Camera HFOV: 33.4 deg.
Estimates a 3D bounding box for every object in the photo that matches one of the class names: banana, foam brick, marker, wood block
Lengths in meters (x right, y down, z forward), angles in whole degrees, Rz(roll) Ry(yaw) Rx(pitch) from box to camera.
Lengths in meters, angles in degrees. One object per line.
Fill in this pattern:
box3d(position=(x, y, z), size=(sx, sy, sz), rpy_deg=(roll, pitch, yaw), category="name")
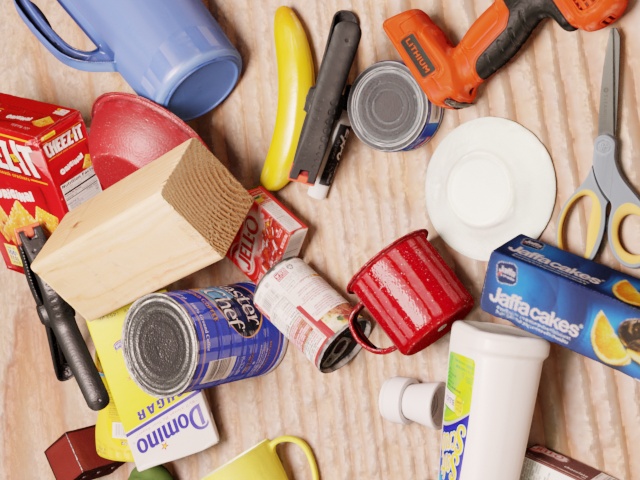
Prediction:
box3d(position=(-0.036, -0.133, 1.068), size=(0.070, 0.037, 0.198), rpy_deg=(19, 104, 34), category="banana")
box3d(position=(-0.269, 0.248, 1.238), size=(0.053, 0.078, 0.051), rpy_deg=(-41, 70, 33), category="foam brick")
box3d(position=(0.016, -0.098, 1.043), size=(0.020, 0.020, 0.121), rpy_deg=(31, 111, 31), category="marker")
box3d(position=(-0.177, -0.007, 1.052), size=(0.207, 0.090, 0.090), rpy_deg=(-24, 119, 38), category="wood block")

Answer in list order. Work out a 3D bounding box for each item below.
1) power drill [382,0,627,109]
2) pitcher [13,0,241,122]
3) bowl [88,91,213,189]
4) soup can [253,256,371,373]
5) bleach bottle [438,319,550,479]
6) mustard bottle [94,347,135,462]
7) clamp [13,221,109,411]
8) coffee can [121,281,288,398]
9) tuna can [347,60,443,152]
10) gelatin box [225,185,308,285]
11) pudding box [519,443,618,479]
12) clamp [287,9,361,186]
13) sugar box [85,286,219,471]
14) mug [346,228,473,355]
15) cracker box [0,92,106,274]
box3d(position=(0.144, -0.218, 0.918), size=(0.188, 0.057, 0.184), rpy_deg=(-39, 70, 31), category="power drill")
box3d(position=(-0.199, -0.236, 1.121), size=(0.149, 0.144, 0.243), rpy_deg=(-47, 69, 25), category="pitcher")
box3d(position=(-0.184, -0.077, 1.110), size=(0.162, 0.055, 0.162), rpy_deg=(24, 150, 15), category="bowl")
box3d(position=(-0.009, 0.072, 1.042), size=(0.102, 0.068, 0.069), rpy_deg=(42, 116, 27), category="soup can")
box3d(position=(0.136, 0.199, 0.914), size=(0.103, 0.068, 0.251), rpy_deg=(-162, 79, -78), category="bleach bottle")
box3d(position=(-0.207, 0.148, 1.196), size=(0.096, 0.058, 0.191), rpy_deg=(0, 93, 25), category="mustard bottle")
box3d(position=(-0.286, 0.084, 1.170), size=(0.165, 0.036, 0.210), rpy_deg=(22, 129, 58), category="clamp")
box3d(position=(-0.114, 0.097, 1.076), size=(0.103, 0.140, 0.103), rpy_deg=(3, 95, 36), category="coffee can")
box3d(position=(0.068, -0.124, 0.988), size=(0.086, 0.033, 0.086), rpy_deg=(5, 99, 30), category="tuna can")
box3d(position=(-0.057, 0.001, 1.082), size=(0.073, 0.030, 0.089), rpy_deg=(43, 133, 25), category="gelatin box")
box3d(position=(0.213, 0.237, 0.908), size=(0.114, 0.039, 0.090), rpy_deg=(22, 107, 36), category="pudding box")
box3d(position=(0.005, -0.132, 0.990), size=(0.039, 0.120, 0.171), rpy_deg=(14, 98, 1), category="clamp")
box3d(position=(-0.178, 0.148, 1.140), size=(0.093, 0.048, 0.176), rpy_deg=(-19, 91, -4), category="sugar box")
box3d(position=(0.075, 0.057, 0.965), size=(0.117, 0.093, 0.081), rpy_deg=(-43, 73, 19), category="mug")
box3d(position=(-0.316, -0.051, 1.203), size=(0.164, 0.072, 0.214), rpy_deg=(15, 132, 35), category="cracker box")
